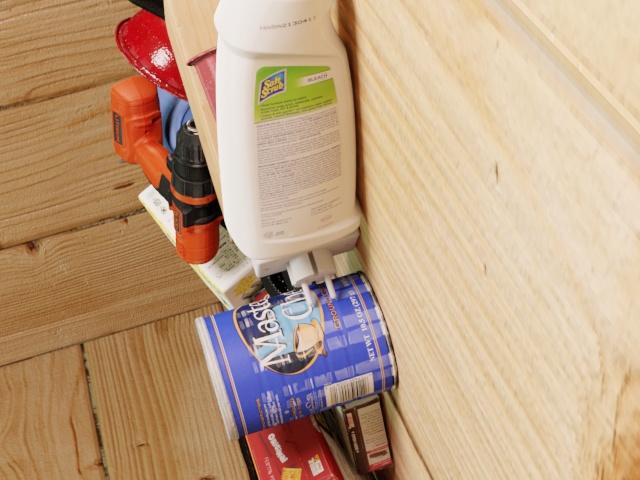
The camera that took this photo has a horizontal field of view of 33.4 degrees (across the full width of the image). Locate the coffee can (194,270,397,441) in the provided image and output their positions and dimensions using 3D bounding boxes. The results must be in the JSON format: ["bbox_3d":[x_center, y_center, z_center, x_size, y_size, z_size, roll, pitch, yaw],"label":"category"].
[{"bbox_3d":[-0.021,0.093,0.865,0.103,0.140,0.103,164,90,-82],"label":"coffee can"}]

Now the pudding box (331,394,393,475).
[{"bbox_3d":[0.029,0.150,1.004,0.113,0.039,0.090,-114,8,-55],"label":"pudding box"}]

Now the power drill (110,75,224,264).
[{"bbox_3d":[-0.160,-0.091,1.117,0.188,0.057,0.184,53,150,36],"label":"power drill"}]

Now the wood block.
[{"bbox_3d":[-0.064,-0.113,0.930,0.090,0.090,0.206,113,141,-77],"label":"wood block"}]

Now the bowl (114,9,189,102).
[{"bbox_3d":[-0.131,-0.207,1.120,0.055,0.161,0.162,-56,39,30],"label":"bowl"}]

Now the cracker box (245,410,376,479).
[{"bbox_3d":[0.004,0.235,1.019,0.213,0.072,0.164,57,-176,-39],"label":"cracker box"}]

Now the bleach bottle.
[{"bbox_3d":[-0.018,-0.096,0.697,0.068,0.102,0.251,58,158,35],"label":"bleach bottle"}]
